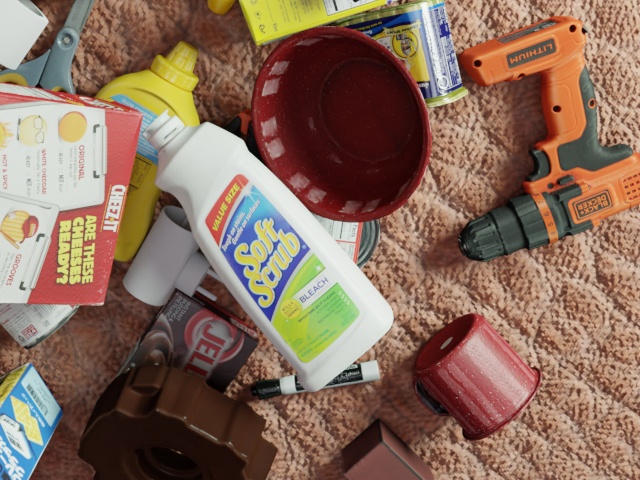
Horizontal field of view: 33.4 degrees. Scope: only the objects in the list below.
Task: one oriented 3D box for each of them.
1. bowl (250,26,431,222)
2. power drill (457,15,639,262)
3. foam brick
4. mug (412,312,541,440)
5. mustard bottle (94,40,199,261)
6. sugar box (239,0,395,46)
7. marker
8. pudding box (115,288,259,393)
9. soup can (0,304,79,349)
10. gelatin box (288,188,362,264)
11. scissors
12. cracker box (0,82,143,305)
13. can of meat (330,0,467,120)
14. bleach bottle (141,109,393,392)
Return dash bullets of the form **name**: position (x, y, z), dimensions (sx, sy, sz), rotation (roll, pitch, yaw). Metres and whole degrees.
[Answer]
- **bowl**: position (0.025, -0.098, 0.864), dimensions (0.162, 0.055, 0.162), rotation (13, 118, 26)
- **power drill**: position (0.185, -0.087, 0.930), dimensions (0.184, 0.057, 0.187), rotation (-22, 108, 0)
- **foam brick**: position (0.065, 0.219, 1.011), dimensions (0.051, 0.053, 0.078), rotation (-43, 102, 9)
- **mug**: position (0.132, 0.125, 0.977), dimensions (0.081, 0.093, 0.117), rotation (47, 135, -8)
- **mustard bottle**: position (-0.159, -0.084, 0.916), dimensions (0.096, 0.058, 0.192), rotation (31, 102, -4)
- **sugar box**: position (0.023, -0.207, 0.871), dimensions (0.176, 0.093, 0.048), rotation (-20, 104, 2)
- **marker**: position (-0.005, 0.132, 1.001), dimensions (0.121, 0.020, 0.020), rotation (-10, 106, 1)
- **pudding box**: position (-0.123, 0.108, 0.980), dimensions (0.090, 0.039, 0.113), rotation (33, 102, -12)
- **soup can**: position (-0.268, 0.037, 0.941), dimensions (0.068, 0.068, 0.102), rotation (-37, 104, 8)
- **gelatin box**: position (-0.009, -0.008, 0.921), dimensions (0.089, 0.030, 0.073), rotation (7, 105, -4)
- **scissors**: position (-0.237, -0.168, 0.912), dimensions (0.096, 0.016, 0.202), rotation (10, 105, -5)
- **cracker box**: position (-0.256, -0.038, 0.807), dimensions (0.213, 0.072, 0.164), rotation (3, 107, -42)
- **can of meat**: position (0.063, -0.152, 0.891), dimensions (0.102, 0.057, 0.084), rotation (-6, 106, 34)
- **bleach bottle**: position (-0.056, 0.001, 0.874), dimensions (0.102, 0.068, 0.250), rotation (-41, 100, 9)
